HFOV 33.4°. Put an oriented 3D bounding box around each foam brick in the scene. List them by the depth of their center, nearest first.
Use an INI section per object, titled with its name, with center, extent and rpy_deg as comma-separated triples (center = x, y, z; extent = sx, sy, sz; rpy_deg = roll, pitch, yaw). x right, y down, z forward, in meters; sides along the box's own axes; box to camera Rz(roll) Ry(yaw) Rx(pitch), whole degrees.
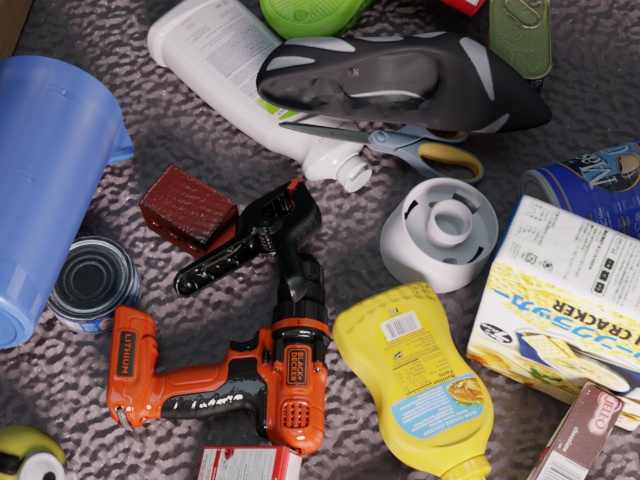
[foam brick]
center = -0.120, -0.023, 0.983
extent = 0.078, 0.053, 0.051
rpy_deg = 31, 70, 16

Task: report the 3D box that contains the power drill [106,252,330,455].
[power drill]
center = -0.085, 0.094, 0.925
extent = 0.187, 0.057, 0.184
rpy_deg = -1, 59, 4

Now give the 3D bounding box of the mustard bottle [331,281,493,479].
[mustard bottle]
center = 0.090, 0.133, 0.897
extent = 0.096, 0.058, 0.192
rpy_deg = -19, 65, -18

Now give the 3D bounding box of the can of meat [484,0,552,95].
[can of meat]
center = 0.186, -0.176, 1.021
extent = 0.057, 0.084, 0.102
rpy_deg = 2, 66, 4

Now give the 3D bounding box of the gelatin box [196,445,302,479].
[gelatin box]
center = -0.062, 0.206, 0.869
extent = 0.089, 0.030, 0.073
rpy_deg = -8, 60, 34

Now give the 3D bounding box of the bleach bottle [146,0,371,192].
[bleach bottle]
center = -0.052, -0.136, 1.028
extent = 0.102, 0.068, 0.251
rpy_deg = -39, 72, -14

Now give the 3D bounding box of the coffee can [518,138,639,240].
[coffee can]
center = 0.259, -0.031, 0.941
extent = 0.140, 0.103, 0.103
rpy_deg = -17, 66, -5

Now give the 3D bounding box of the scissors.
[scissors]
center = 0.063, -0.106, 0.997
extent = 0.201, 0.016, 0.096
rpy_deg = 20, 54, -11

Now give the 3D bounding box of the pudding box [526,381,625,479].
[pudding box]
center = 0.197, 0.178, 0.855
extent = 0.039, 0.090, 0.113
rpy_deg = 31, 71, 17

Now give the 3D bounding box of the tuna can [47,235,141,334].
[tuna can]
center = -0.208, 0.040, 0.969
extent = 0.086, 0.034, 0.086
rpy_deg = -1, 65, 2

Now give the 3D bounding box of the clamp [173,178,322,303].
[clamp]
center = -0.056, 0.001, 0.944
extent = 0.120, 0.039, 0.171
rpy_deg = 1, 32, 12

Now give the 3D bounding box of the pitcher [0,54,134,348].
[pitcher]
center = -0.277, -0.037, 0.928
extent = 0.149, 0.145, 0.242
rpy_deg = -3, 53, 21
